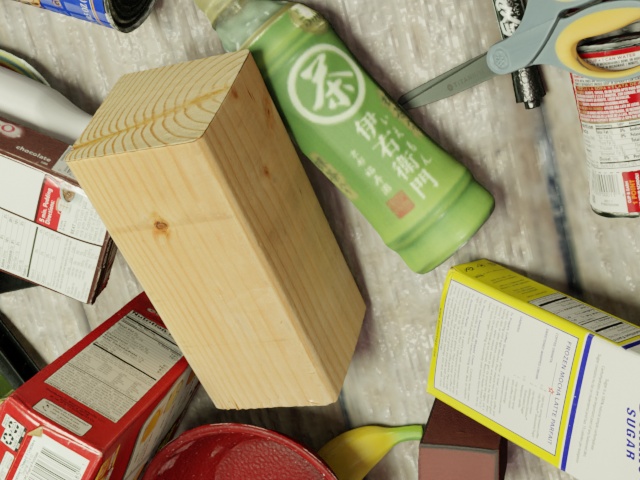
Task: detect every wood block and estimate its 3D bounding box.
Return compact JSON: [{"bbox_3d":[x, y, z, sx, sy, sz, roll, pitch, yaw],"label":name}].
[{"bbox_3d":[-0.054,0.001,0.649,0.091,0.090,0.206,-6,129,25],"label":"wood block"}]

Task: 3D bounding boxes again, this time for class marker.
[{"bbox_3d":[0.114,-0.138,0.640,0.020,0.020,0.121,-12,104,18],"label":"marker"}]

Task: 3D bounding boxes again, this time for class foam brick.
[{"bbox_3d":[0.095,0.142,0.707,0.051,0.078,0.053,2,106,14],"label":"foam brick"}]

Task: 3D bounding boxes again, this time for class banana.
[{"bbox_3d":[0.007,0.206,0.772,0.069,0.037,0.198,25,112,8],"label":"banana"}]

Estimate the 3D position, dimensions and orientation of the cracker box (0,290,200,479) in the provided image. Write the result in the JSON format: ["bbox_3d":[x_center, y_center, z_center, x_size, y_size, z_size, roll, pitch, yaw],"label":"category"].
[{"bbox_3d":[-0.151,0.134,0.694,0.072,0.213,0.164,30,112,5],"label":"cracker box"}]

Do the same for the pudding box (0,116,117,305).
[{"bbox_3d":[-0.179,-0.020,0.665,0.113,0.039,0.090,23,126,0],"label":"pudding box"}]

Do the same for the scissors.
[{"bbox_3d":[0.106,-0.123,0.597,0.202,0.016,0.096,3,114,46],"label":"scissors"}]

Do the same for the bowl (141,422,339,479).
[{"bbox_3d":[-0.041,0.188,0.730,0.162,0.055,0.162,5,108,17],"label":"bowl"}]

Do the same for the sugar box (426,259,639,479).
[{"bbox_3d":[0.146,0.084,0.645,0.176,0.048,0.093,26,118,41],"label":"sugar box"}]

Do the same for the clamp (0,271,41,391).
[{"bbox_3d":[-0.253,0.053,0.787,0.172,0.039,0.120,13,99,16],"label":"clamp"}]
